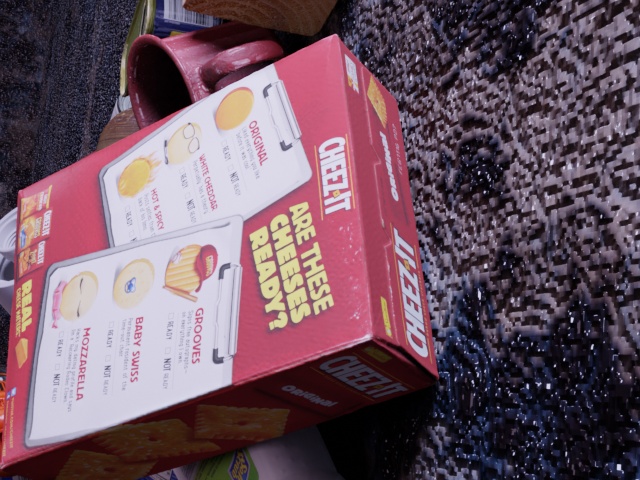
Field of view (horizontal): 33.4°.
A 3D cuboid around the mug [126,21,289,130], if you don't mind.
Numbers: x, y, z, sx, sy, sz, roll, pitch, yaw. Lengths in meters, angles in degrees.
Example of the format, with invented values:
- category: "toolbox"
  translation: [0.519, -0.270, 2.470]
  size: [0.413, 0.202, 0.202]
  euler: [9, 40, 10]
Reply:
- category: "mug"
  translation: [-0.064, -0.101, 0.688]
  size: [0.117, 0.081, 0.093]
  euler: [-32, 81, 59]

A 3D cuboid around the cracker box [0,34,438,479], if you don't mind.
- category: "cracker box"
  translation: [-0.057, 0.019, 0.531]
  size: [0.214, 0.072, 0.164]
  euler: [-22, 56, 25]

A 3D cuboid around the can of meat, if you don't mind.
- category: "can of meat"
  translation: [-0.111, -0.156, 0.868]
  size: [0.102, 0.083, 0.057]
  euler: [123, 148, -50]
